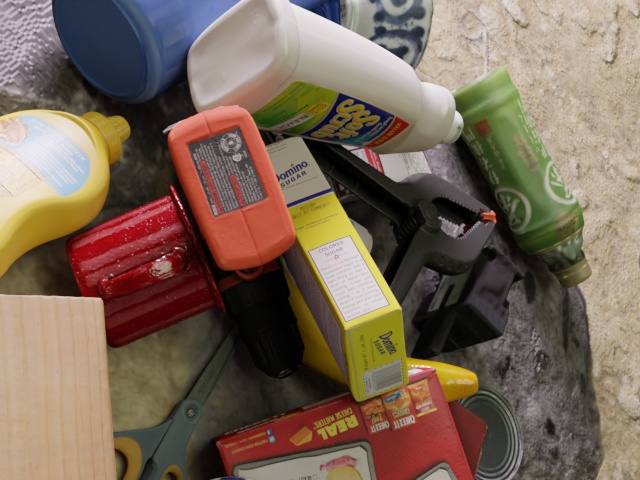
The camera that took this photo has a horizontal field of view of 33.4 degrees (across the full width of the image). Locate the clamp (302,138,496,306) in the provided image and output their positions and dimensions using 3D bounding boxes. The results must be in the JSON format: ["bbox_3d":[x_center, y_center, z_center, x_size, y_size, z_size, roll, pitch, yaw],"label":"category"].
[{"bbox_3d":[0.078,-0.005,0.876,0.209,0.036,0.164,7,57,-44],"label":"clamp"}]

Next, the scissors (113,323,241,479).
[{"bbox_3d":[-0.111,0.120,0.748,0.096,0.016,0.201,33,56,-29],"label":"scissors"}]

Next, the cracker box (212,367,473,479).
[{"bbox_3d":[0.033,0.215,0.753,0.164,0.072,0.214,-18,86,-9],"label":"cracker box"}]

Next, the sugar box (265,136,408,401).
[{"bbox_3d":[0.006,0.017,0.747,0.048,0.093,0.176,-19,52,-8],"label":"sugar box"}]

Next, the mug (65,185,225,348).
[{"bbox_3d":[-0.117,0.022,0.706,0.081,0.117,0.093,-23,98,-8],"label":"mug"}]

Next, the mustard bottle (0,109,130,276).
[{"bbox_3d":[-0.197,-0.038,0.700,0.096,0.058,0.191,36,46,17],"label":"mustard bottle"}]

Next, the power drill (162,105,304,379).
[{"bbox_3d":[-0.055,0.001,0.733,0.057,0.188,0.184,-22,79,-10],"label":"power drill"}]

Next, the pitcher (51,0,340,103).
[{"bbox_3d":[-0.080,-0.194,0.824,0.149,0.145,0.242,39,52,12],"label":"pitcher"}]

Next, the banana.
[{"bbox_3d":[0.024,0.080,0.824,0.198,0.070,0.037,34,17,4],"label":"banana"}]

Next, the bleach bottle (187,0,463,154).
[{"bbox_3d":[0.027,-0.110,0.795,0.250,0.103,0.068,9,64,-45],"label":"bleach bottle"}]

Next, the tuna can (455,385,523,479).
[{"bbox_3d":[0.133,0.170,0.919,0.086,0.034,0.086,15,65,-35],"label":"tuna can"}]

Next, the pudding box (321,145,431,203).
[{"bbox_3d":[0.038,-0.085,0.933,0.113,0.039,0.090,-15,85,-44],"label":"pudding box"}]

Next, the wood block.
[{"bbox_3d":[-0.180,0.142,0.634,0.090,0.091,0.206,4,71,-38],"label":"wood block"}]
